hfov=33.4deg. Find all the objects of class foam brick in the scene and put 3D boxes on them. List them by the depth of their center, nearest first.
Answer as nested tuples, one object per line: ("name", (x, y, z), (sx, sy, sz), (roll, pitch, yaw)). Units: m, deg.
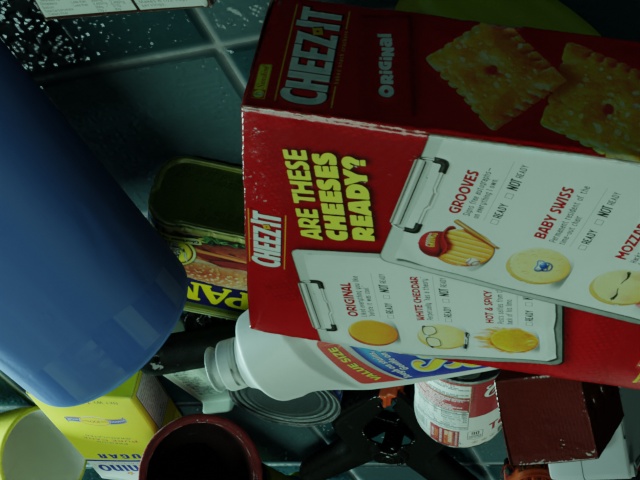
("foam brick", (0.141, 0.093, 0.625), (0.051, 0.078, 0.053), (-10, 96, 28))

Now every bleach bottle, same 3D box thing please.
("bleach bottle", (0.056, 0.045, 0.610), (0.251, 0.068, 0.102), (-18, 137, 15))

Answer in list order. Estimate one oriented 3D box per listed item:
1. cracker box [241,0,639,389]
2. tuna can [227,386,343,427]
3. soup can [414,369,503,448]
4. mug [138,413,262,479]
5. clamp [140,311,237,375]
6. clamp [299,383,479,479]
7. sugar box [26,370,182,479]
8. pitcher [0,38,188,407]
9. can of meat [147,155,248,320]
("cracker box", (0.078, -0.013, 0.462), (0.214, 0.072, 0.164), (9, 145, 4))
("tuna can", (-0.025, 0.106, 0.802), (0.086, 0.033, 0.086), (8, 146, 5))
("soup can", (0.095, 0.088, 0.710), (0.068, 0.068, 0.102), (5, 146, 9))
("mug", (-0.087, 0.187, 0.830), (0.117, 0.093, 0.082), (35, 167, -6))
("clamp", (-0.033, 0.062, 0.695), (0.172, 0.120, 0.039), (-7, 101, 19))
("clamp", (0.067, 0.163, 0.854), (0.164, 0.036, 0.210), (10, 146, 4))
("sugar box", (-0.169, 0.154, 0.904), (0.093, 0.048, 0.176), (1, 143, 14))
("pitcher", (-0.186, -0.022, 0.533), (0.149, 0.145, 0.242), (-10, 130, 40))
("can of meat", (-0.054, 0.001, 0.640), (0.102, 0.057, 0.084), (12, 143, -1))
